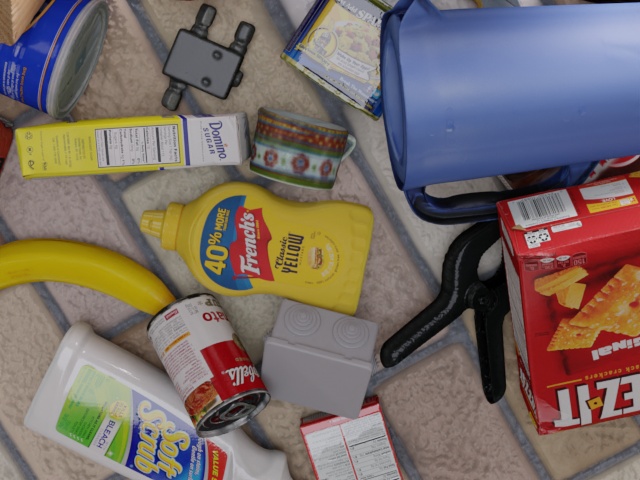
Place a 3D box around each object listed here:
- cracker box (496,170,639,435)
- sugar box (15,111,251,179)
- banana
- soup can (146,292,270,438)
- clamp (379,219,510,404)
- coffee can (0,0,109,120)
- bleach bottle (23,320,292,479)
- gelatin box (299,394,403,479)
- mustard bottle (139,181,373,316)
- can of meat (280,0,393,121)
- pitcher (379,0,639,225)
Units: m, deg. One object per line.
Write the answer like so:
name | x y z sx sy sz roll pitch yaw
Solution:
cracker box | 0.235 0.051 0.839 0.164 0.072 0.213 -12 130 4
sugar box | -0.148 -0.079 0.869 0.176 0.093 0.048 -6 98 2
banana | -0.220 0.032 0.915 0.198 0.037 0.069 0 97 0
soup can | -0.094 0.103 0.887 0.068 0.068 0.102 -34 65 6
clamp | 0.138 0.056 0.906 0.120 0.039 0.171 29 95 -25
coffee can | -0.254 -0.171 0.853 0.140 0.103 0.103 23 98 -2
bleach bottle | -0.121 0.169 0.922 0.250 0.068 0.102 26 99 -5
gelatin box | 0.029 0.189 0.935 0.073 0.030 0.089 -17 97 3
mustard bottle | -0.056 0.001 0.896 0.191 0.058 0.096 11 99 0
can of meat | 0.030 -0.158 0.871 0.102 0.057 0.084 34 99 -4
pitcher | 0.166 -0.104 0.795 0.243 0.149 0.145 -5 75 -2
